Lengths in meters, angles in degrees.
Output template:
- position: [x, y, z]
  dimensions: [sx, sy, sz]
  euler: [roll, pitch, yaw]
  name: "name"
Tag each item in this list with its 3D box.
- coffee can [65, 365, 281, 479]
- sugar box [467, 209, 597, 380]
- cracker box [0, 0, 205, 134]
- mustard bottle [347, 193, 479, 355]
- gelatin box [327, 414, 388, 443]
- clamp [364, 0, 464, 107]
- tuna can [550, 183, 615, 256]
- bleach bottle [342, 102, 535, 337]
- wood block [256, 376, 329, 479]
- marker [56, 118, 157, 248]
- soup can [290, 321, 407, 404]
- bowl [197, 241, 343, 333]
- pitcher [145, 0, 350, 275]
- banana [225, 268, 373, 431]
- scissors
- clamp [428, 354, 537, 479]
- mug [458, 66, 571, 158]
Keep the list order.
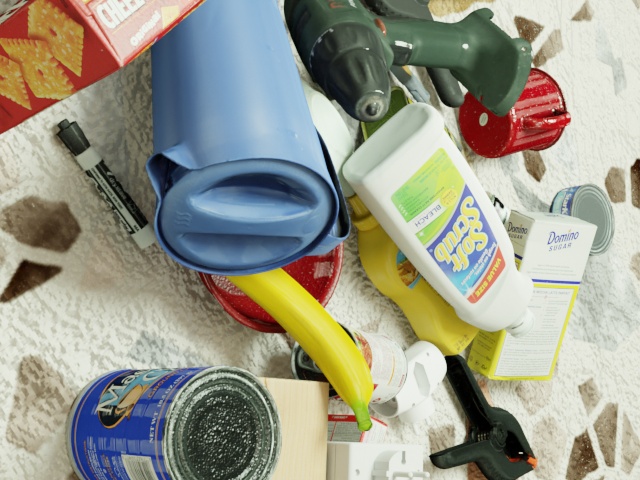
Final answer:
- position: [-0.112, 0.146, 0.798]
  dimensions: [0.102, 0.141, 0.103]
  euler: [7, 79, -40]
  name: "coffee can"
- position: [0.219, 0.058, 1.112]
  dimensions: [0.093, 0.048, 0.176]
  euler: [5, 104, -33]
  name: "sugar box"
- position: [-0.161, -0.163, 0.752]
  dimensions: [0.072, 0.214, 0.164]
  euler: [54, 53, -19]
  name: "cracker box"
- position: [0.089, 0.020, 1.046]
  dimensions: [0.191, 0.058, 0.096]
  euler: [49, 54, -25]
  name: "mustard bottle"
- position: [0.016, 0.200, 0.946]
  dimensions: [0.030, 0.073, 0.089]
  euler: [32, 64, -33]
  name: "gelatin box"
- position: [0.097, -0.244, 1.104]
  dimensions: [0.209, 0.036, 0.164]
  euler: [26, 66, -34]
  name: "clamp"
- position: [0.309, -0.023, 1.259]
  dimensions: [0.085, 0.034, 0.086]
  euler: [7, 79, -40]
  name: "tuna can"
- position: [0.131, -0.004, 0.989]
  dimensions: [0.102, 0.068, 0.250]
  euler: [-43, 118, -1]
  name: "bleach bottle"
- position: [-0.057, 0.218, 0.870]
  dimensions: [0.090, 0.090, 0.206]
  euler: [11, 76, -40]
  name: "wood block"
- position: [-0.171, -0.046, 0.856]
  dimensions: [0.020, 0.020, 0.121]
  euler: [-48, 114, -35]
  name: "marker"
- position: [0.028, 0.111, 0.955]
  dimensions: [0.102, 0.069, 0.068]
  euler: [21, 69, -58]
  name: "soup can"
- position: [-0.056, 0.001, 0.924]
  dimensions: [0.161, 0.055, 0.162]
  euler: [7, 79, -40]
  name: "bowl"
- position: [-0.063, -0.099, 0.836]
  dimensions: [0.145, 0.149, 0.243]
  euler: [-9, 53, -3]
  name: "pitcher"
- position: [-0.017, 0.065, 0.866]
  dimensions: [0.037, 0.069, 0.198]
  euler: [-42, 94, 8]
  name: "banana"
- position: [0.091, -0.167, 1.096]
  dimensions: [0.201, 0.016, 0.096]
  euler: [38, 23, -55]
  name: "scissors"
- position: [0.166, 0.207, 1.092]
  dimensions: [0.171, 0.039, 0.120]
  euler: [44, 53, -29]
  name: "clamp"
- position: [0.211, -0.132, 1.139]
  dimensions: [0.081, 0.117, 0.093]
  euler: [-17, 114, -36]
  name: "mug"
